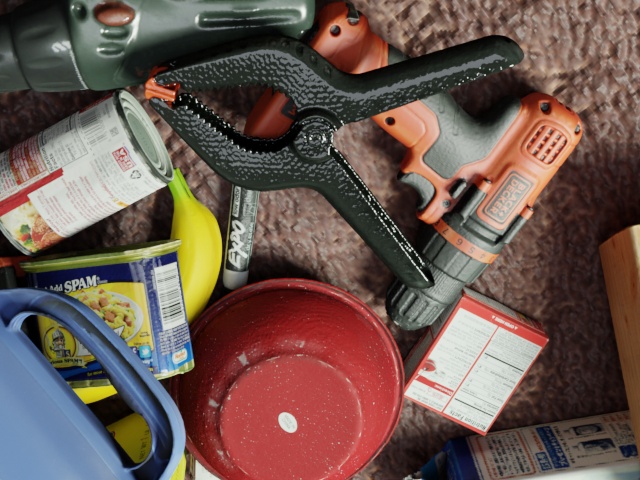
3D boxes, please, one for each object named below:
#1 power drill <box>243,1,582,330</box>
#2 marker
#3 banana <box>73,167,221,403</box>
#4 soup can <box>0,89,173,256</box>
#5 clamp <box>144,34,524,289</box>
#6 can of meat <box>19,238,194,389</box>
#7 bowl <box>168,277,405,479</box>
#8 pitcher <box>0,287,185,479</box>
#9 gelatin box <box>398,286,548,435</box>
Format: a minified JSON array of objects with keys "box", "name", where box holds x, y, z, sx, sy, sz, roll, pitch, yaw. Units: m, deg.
[{"box":[0.047,-0.049,0.687,0.187,0.057,0.184,31,106,-15],"name":"power drill"},{"box":[-0.055,0.001,0.719,0.020,0.020,0.121,6,111,-5],"name":"marker"},{"box":[-0.120,0.048,0.728,0.070,0.037,0.198,36,104,12],"name":"banana"},{"box":[-0.153,-0.043,0.672,0.102,0.068,0.068,-27,110,7],"name":"soup can"},{"box":[0.005,-0.073,0.623,0.210,0.036,0.165,21,112,-10],"name":"clamp"},{"box":[-0.134,0.047,0.682,0.102,0.057,0.084,-7,94,19],"name":"can of meat"},{"box":[-0.020,0.109,0.704,0.162,0.055,0.162,-1,105,-4],"name":"bowl"},{"box":[-0.205,0.096,0.627,0.243,0.149,0.145,51,140,8],"name":"pitcher"},{"box":[0.105,0.084,0.753,0.073,0.030,0.089,26,108,-13],"name":"gelatin box"}]
